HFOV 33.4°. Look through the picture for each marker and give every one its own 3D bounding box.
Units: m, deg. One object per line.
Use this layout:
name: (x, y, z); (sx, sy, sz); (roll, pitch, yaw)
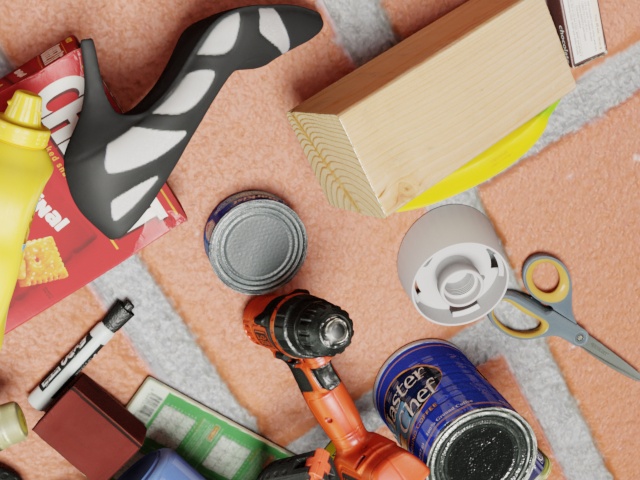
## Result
marker: (-0.203, 0.097, 0.910); (0.121, 0.020, 0.020); (-46, 115, 3)

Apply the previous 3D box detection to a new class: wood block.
wood block: (0.090, -0.112, 0.853); (0.205, 0.090, 0.091); (-34, 112, -20)

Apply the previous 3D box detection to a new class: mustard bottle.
mustard bottle: (-0.228, -0.011, 0.741); (0.058, 0.096, 0.192); (15, 103, -22)

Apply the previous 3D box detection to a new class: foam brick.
foam brick: (-0.194, 0.161, 0.907); (0.078, 0.053, 0.051); (42, 93, -5)

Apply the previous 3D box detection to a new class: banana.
banana: (0.118, -0.069, 0.927); (0.198, 0.037, 0.069); (-29, 146, 0)

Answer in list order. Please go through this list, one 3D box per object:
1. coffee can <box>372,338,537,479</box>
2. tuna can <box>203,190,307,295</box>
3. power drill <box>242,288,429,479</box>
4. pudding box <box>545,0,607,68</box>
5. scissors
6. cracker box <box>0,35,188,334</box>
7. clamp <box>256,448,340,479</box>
coffee can: (0.118, 0.164, 0.963); (0.102, 0.140, 0.103); (-5, 111, -15)
tuna can: (-0.056, 0.001, 0.911); (0.086, 0.034, 0.086); (-5, 111, -15)
power drill: (0.015, 0.125, 0.878); (0.057, 0.185, 0.187); (-32, 100, -16)
pudding box: (0.190, -0.206, 0.878); (0.039, 0.090, 0.113); (-24, 115, -8)
scissors: (0.253, 0.074, 1.039); (0.201, 0.016, 0.096); (17, 104, -21)
cracker box: (-0.235, -0.031, 0.826); (0.213, 0.072, 0.164); (-32, 115, -4)
clamp: (-0.018, 0.242, 0.939); (0.120, 0.039, 0.172); (25, 137, -14)
